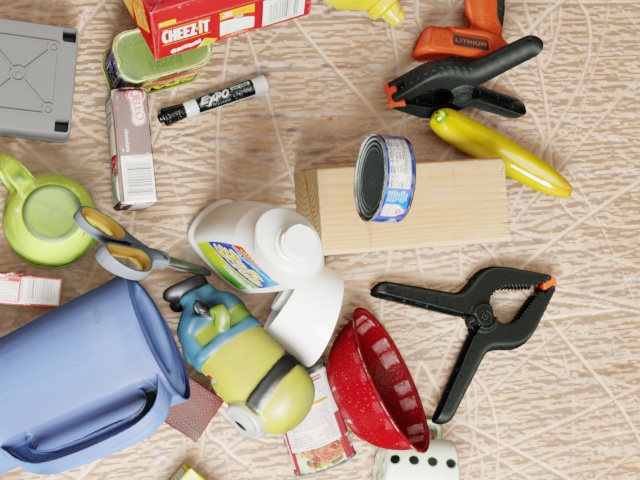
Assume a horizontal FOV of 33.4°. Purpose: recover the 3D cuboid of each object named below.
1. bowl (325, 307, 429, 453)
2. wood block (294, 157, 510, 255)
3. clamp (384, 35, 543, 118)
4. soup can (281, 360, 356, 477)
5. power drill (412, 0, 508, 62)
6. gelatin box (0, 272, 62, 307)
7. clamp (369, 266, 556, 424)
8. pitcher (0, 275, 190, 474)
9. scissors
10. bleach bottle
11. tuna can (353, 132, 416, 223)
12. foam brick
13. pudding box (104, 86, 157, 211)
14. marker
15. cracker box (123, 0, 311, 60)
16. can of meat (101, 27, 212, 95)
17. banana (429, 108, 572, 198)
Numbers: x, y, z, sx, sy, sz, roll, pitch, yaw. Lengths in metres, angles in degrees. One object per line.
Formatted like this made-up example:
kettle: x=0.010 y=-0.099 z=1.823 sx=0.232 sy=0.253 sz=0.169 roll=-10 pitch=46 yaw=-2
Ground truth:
bowl: x=0.051 y=0.152 z=1.092 sx=0.055 sy=0.162 sz=0.162 roll=-27 pitch=95 yaw=14
wood block: x=0.085 y=-0.035 z=1.127 sx=0.205 sy=0.090 sz=0.091 roll=-4 pitch=89 yaw=-16
clamp: x=0.157 y=-0.162 z=1.164 sx=0.171 sy=0.120 sz=0.039 roll=-11 pitch=51 yaw=3
soup can: x=-0.011 y=0.183 z=1.099 sx=0.068 sy=0.069 sz=0.102 roll=-19 pitch=92 yaw=-16
power drill: x=0.147 y=-0.290 z=1.174 sx=0.184 sy=0.057 sz=0.187 roll=7 pitch=85 yaw=-15
gelatin box: x=-0.295 y=0.047 z=1.022 sx=0.089 sy=0.073 sz=0.030 roll=6 pitch=84 yaw=-15
clamp: x=0.165 y=0.079 z=1.169 sx=0.209 sy=0.036 sz=0.164 roll=-31 pitch=89 yaw=-20
pitcher: x=-0.248 y=0.140 z=0.973 sx=0.243 sy=0.149 sz=0.145 roll=-25 pitch=87 yaw=0
scissors: x=-0.171 y=0.004 z=1.022 sx=0.096 sy=0.201 sz=0.016 roll=45 pitch=101 yaw=9
bleach bottle: x=-0.057 y=0.001 z=1.000 sx=0.068 sy=0.251 sz=0.102 roll=-44 pitch=99 yaw=-14
tuna can: x=0.062 y=-0.060 z=1.029 sx=0.033 sy=0.086 sz=0.086 roll=3 pitch=86 yaw=-17
foam brick: x=-0.145 y=0.158 z=1.070 sx=0.078 sy=0.051 sz=0.053 roll=37 pitch=79 yaw=-11
pudding box: x=-0.188 y=-0.088 z=1.052 sx=0.039 sy=0.090 sz=0.113 roll=-3 pitch=88 yaw=-15
marker: x=-0.112 y=-0.145 z=1.113 sx=0.121 sy=0.020 sz=0.020 roll=-21 pitch=93 yaw=-16
cracker box: x=-0.126 y=-0.290 z=1.039 sx=0.164 sy=0.072 sz=0.214 roll=-20 pitch=60 yaw=-16
can of meat: x=-0.163 y=-0.183 z=1.067 sx=0.102 sy=0.084 sz=0.057 roll=-18 pitch=92 yaw=-16
banana: x=0.189 y=-0.098 z=1.172 sx=0.197 sy=0.070 sz=0.037 roll=24 pitch=110 yaw=-24
